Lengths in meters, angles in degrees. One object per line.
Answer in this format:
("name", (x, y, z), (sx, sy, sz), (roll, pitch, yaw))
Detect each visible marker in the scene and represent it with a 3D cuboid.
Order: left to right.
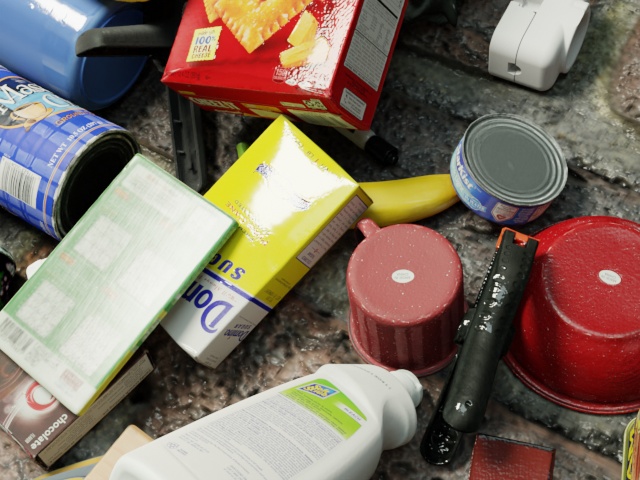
("marker", (0.019, -0.099, 0.889), (0.020, 0.020, 0.121), (-42, 64, -16))

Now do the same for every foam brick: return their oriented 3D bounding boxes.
("foam brick", (0.121, 0.166, 0.692), (0.051, 0.078, 0.053), (9, 60, 13))

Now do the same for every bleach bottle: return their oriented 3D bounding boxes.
("bleach bottle", (-0.009, 0.135, 0.667), (0.103, 0.068, 0.250), (34, 31, 28))

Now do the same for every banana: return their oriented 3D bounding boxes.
("banana", (0.015, -0.040, 0.846), (0.198, 0.037, 0.069), (11, 63, 14))

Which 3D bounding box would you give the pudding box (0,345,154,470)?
("pudding box", (-0.194, 0.099, 0.794), (0.090, 0.039, 0.113), (37, 71, 24))

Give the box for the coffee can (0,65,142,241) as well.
("coffee can", (-0.230, -0.070, 0.858), (0.140, 0.103, 0.102), (27, 67, 20))

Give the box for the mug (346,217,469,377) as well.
("mug", (0.057, 0.032, 0.774), (0.093, 0.081, 0.117), (-25, 60, -7))

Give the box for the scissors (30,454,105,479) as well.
("scissors", (-0.234, 0.188, 0.728), (0.201, 0.096, 0.016), (-19, 92, -6))

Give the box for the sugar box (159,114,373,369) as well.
("sugar box", (-0.055, 0.001, 0.801), (0.176, 0.048, 0.093), (-46, 64, -1))

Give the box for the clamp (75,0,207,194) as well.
("clamp", (-0.127, -0.161, 0.882), (0.036, 0.164, 0.210), (-12, 48, 25))

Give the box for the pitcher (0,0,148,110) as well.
("pitcher", (-0.263, -0.222, 0.932), (0.243, 0.149, 0.144), (31, 48, 18))

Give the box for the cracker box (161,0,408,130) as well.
("cracker box", (-0.015, -0.202, 0.825), (0.164, 0.072, 0.213), (12, 81, 34))

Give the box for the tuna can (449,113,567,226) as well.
("tuna can", (0.144, -0.054, 0.824), (0.086, 0.034, 0.086), (7, 58, -12))

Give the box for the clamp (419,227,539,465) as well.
("clamp", (0.109, 0.066, 0.710), (0.039, 0.120, 0.171), (21, 77, -1))

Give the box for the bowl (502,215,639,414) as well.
("bowl", (0.202, 0.040, 0.766), (0.162, 0.055, 0.162), (-3, 60, 5))
